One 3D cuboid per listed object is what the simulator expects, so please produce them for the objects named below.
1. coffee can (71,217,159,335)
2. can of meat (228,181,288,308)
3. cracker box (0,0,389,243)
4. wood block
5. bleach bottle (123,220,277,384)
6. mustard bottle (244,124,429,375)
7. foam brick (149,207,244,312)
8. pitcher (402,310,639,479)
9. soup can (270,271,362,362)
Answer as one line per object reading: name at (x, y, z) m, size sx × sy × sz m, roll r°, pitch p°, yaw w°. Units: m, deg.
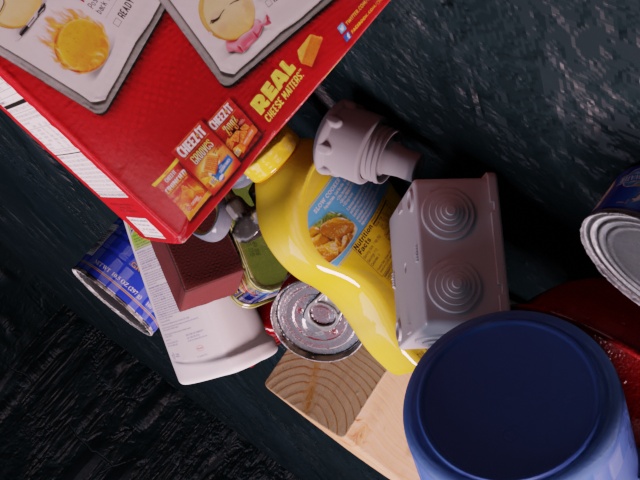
coffee can at (-0.162, 0.009, 1.065) m, size 0.103 × 0.140 × 0.103 m, roll 36°, pitch 165°, yaw 12°
can of meat at (-0.056, 0.001, 0.903) m, size 0.102 × 0.057 × 0.084 m, roll 69°, pitch 162°, yaw 4°
cracker box at (-0.094, -0.128, 0.472) m, size 0.213 × 0.164 × 0.072 m, roll 45°, pitch 162°, yaw -20°
wood block at (0.045, 0.145, 0.954) m, size 0.090 × 0.091 × 0.206 m, roll 29°, pitch 169°, yaw 32°
bleach bottle at (-0.128, 0.001, 0.968) m, size 0.103 × 0.067 × 0.251 m, roll -20°, pitch 92°, yaw 44°
mustard bottle at (0.015, -0.008, 0.684) m, size 0.191 × 0.096 × 0.058 m, roll 45°, pitch 146°, yaw -17°
foam brick at (-0.103, 0.010, 0.871) m, size 0.078 × 0.053 × 0.051 m, roll 65°, pitch 159°, yaw 19°
pitcher at (0.134, 0.144, 0.600) m, size 0.145 × 0.149 × 0.242 m, roll 46°, pitch 168°, yaw 38°
soup can at (0.009, 0.031, 0.771) m, size 0.068 × 0.102 × 0.068 m, roll 6°, pitch 120°, yaw 10°
